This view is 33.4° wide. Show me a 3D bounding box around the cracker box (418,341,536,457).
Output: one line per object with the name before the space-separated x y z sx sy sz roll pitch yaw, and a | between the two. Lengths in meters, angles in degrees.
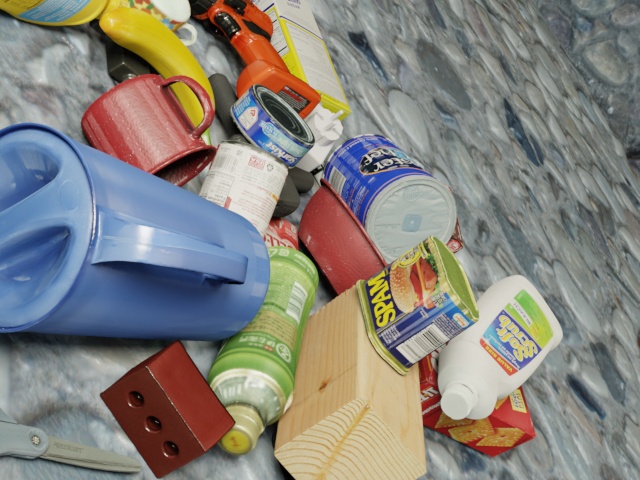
cracker box | 0.143 0.131 1.190 0.213 0.072 0.164 32 37 -41

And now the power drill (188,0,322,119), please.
power drill | -0.087 -0.213 1.128 0.184 0.057 0.188 23 31 -53

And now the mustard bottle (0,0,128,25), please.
mustard bottle | -0.230 -0.221 0.883 0.191 0.096 0.058 8 56 -57

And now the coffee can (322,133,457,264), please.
coffee can | 0.072 -0.046 1.161 0.102 0.103 0.140 42 5 -31

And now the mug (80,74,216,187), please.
mug | -0.139 -0.091 0.890 0.081 0.117 0.093 57 27 7

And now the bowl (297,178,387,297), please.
bowl | 0.024 0.018 1.080 0.162 0.055 0.162 57 -3 4

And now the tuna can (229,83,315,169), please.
tuna can | -0.046 -0.112 1.041 0.086 0.034 0.086 40 19 -17

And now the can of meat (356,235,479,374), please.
can of meat | 0.085 0.053 0.931 0.057 0.084 0.102 45 19 -30

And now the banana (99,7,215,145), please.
banana | -0.142 -0.163 0.988 0.197 0.037 0.069 51 23 -51

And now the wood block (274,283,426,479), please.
wood block | 0.027 0.133 0.926 0.090 0.091 0.206 49 17 -16

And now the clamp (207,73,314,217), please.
clamp | -0.065 -0.085 1.060 0.164 0.036 0.210 48 14 -15

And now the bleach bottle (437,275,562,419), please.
bleach bottle | 0.182 0.124 1.120 0.102 0.068 0.250 56 31 -3

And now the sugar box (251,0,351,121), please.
sugar box | -0.029 -0.227 1.298 0.093 0.048 0.176 18 44 -52

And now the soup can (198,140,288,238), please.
soup can | -0.075 -0.028 0.930 0.068 0.069 0.102 31 74 -43

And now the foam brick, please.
foam brick | -0.111 0.123 0.781 0.078 0.053 0.051 56 27 -4

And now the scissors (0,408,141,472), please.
scissors | -0.197 0.112 0.685 0.201 0.016 0.096 10 54 -57

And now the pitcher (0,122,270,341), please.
pitcher | -0.130 0.011 0.759 0.149 0.145 0.242 55 18 25

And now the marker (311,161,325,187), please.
marker | -0.023 -0.117 1.220 0.121 0.020 0.020 58 26 -2
